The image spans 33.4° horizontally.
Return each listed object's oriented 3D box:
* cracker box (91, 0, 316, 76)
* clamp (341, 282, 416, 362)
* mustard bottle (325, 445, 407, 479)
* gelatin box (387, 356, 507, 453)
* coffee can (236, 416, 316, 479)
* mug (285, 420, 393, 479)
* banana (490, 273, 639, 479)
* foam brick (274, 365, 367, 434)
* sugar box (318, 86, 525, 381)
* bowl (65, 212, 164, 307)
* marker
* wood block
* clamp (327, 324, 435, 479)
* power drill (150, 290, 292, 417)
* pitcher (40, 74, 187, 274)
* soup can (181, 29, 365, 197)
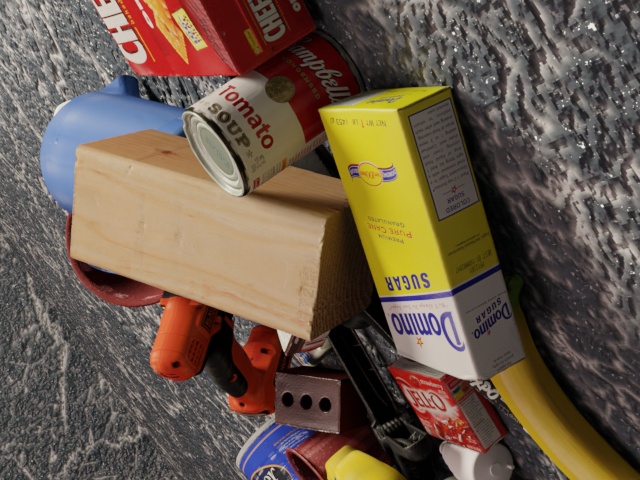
[{"bbox_3d":[-0.109,-0.196,0.724,0.214,0.072,0.164,16,138,61],"label":"cracker box"},{"bbox_3d":[0.034,0.042,0.837,0.172,0.039,0.120,147,106,-73],"label":"clamp"},{"bbox_3d":[0.052,0.237,0.984,0.096,0.058,0.192,51,171,4],"label":"mustard bottle"},{"bbox_3d":[0.100,0.128,0.857,0.073,0.030,0.089,59,160,-14],"label":"gelatin box"},{"bbox_3d":[-0.019,0.288,1.292,0.140,0.102,0.103,44,159,23],"label":"coffee can"},{"bbox_3d":[0.018,0.233,1.144,0.093,0.081,0.117,57,160,-11],"label":"mug"},{"bbox_3d":[0.155,0.112,0.695,0.198,0.037,0.070,55,163,-5],"label":"banana"},{"bbox_3d":[0.000,0.152,1.029,0.078,0.051,0.053,2,93,34],"label":"foam brick"},{"bbox_3d":[0.061,-0.005,0.654,0.093,0.048,0.176,12,123,61],"label":"sugar box"},{"bbox_3d":[-0.184,-0.008,1.126,0.162,0.162,0.055,48,-175,14],"label":"bowl"},{"bbox_3d":[0.122,0.104,0.784,0.121,0.020,0.020,39,156,36],"label":"marker"},{"bbox_3d":[-0.068,-0.010,0.762,0.206,0.090,0.090,17,111,26],"label":"wood block"},{"bbox_3d":[0.062,0.162,0.975,0.165,0.036,0.210,57,173,32],"label":"clamp"},{"bbox_3d":[-0.091,0.081,1.074,0.057,0.184,0.187,0,149,30],"label":"power drill"},{"bbox_3d":[-0.154,-0.055,0.970,0.243,0.144,0.149,16,138,56],"label":"pitcher"},{"bbox_3d":[-0.030,-0.082,0.690,0.068,0.102,0.068,45,159,22],"label":"soup can"}]
